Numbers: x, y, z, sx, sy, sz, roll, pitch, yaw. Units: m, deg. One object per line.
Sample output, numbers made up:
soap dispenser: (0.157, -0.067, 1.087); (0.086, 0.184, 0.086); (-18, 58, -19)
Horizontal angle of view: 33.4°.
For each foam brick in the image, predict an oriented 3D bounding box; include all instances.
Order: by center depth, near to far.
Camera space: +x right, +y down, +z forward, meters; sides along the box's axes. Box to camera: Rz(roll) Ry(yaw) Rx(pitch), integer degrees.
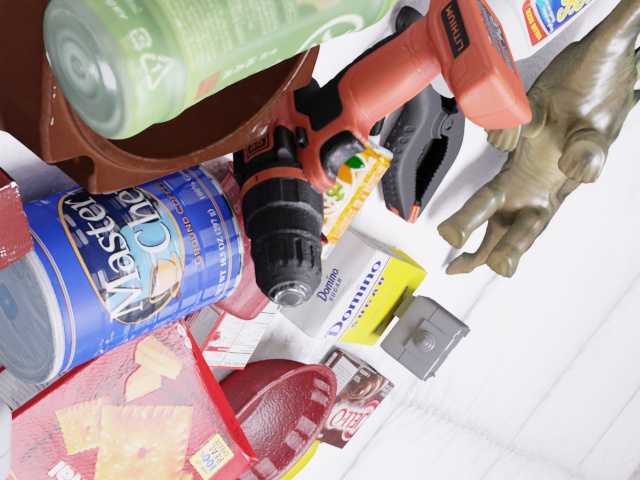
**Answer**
foam brick: (-0.195, -0.021, 0.559); (0.051, 0.078, 0.053); (-32, 145, -28)

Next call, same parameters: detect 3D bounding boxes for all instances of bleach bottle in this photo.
bleach bottle: (0.170, -0.195, 0.848); (0.250, 0.068, 0.102); (-47, 148, -24)

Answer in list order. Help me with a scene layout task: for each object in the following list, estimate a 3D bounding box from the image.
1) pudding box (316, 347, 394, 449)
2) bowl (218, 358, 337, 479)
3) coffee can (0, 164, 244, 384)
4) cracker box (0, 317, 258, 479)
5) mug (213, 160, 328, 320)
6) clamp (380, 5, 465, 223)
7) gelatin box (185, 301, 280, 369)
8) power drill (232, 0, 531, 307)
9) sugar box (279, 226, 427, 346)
pudding box: (0.021, 0.162, 1.090); (0.090, 0.039, 0.113); (-51, 150, 0)
bowl: (-0.061, 0.161, 0.961); (0.161, 0.055, 0.162); (-34, 146, -28)
coffee can: (-0.132, 0.014, 0.656); (0.140, 0.103, 0.103); (-24, 140, -40)
cracker box: (-0.165, 0.153, 0.741); (0.213, 0.072, 0.164); (-38, 124, -24)
mug: (-0.055, 0.001, 0.778); (0.081, 0.093, 0.117); (-51, -173, 7)
clamp: (0.104, -0.113, 0.910); (0.164, 0.036, 0.210); (-23, 137, -40)
gelatin box: (-0.071, 0.061, 0.864); (0.089, 0.030, 0.073); (-58, 151, 10)
power drill: (0.029, -0.065, 0.646); (0.188, 0.184, 0.057); (-26, 139, 23)
sugar box: (0.034, 0.045, 0.948); (0.093, 0.048, 0.176); (-55, 162, 6)
